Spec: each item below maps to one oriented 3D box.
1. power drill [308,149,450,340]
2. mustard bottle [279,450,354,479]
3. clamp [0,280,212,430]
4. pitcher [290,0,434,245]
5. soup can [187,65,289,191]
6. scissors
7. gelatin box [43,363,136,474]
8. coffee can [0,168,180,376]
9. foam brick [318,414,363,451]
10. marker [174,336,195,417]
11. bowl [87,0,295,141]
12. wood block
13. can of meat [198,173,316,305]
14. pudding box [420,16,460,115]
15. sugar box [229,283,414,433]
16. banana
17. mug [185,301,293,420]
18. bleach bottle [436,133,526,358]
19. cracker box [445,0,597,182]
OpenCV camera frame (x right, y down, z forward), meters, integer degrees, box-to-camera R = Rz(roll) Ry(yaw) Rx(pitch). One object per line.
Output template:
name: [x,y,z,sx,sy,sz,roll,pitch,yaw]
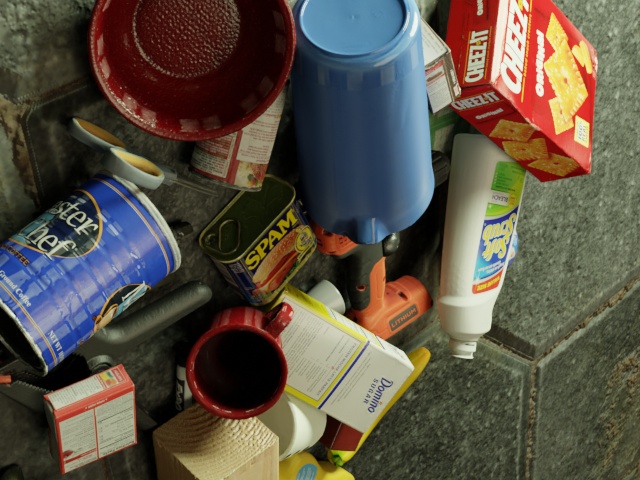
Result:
power drill: [0.076,0.008,1.173,0.184,0.057,0.187,-30,129,-23]
mustard bottle: [-0.036,0.283,1.212,0.096,0.058,0.191,-59,142,-7]
clamp: [-0.194,0.099,0.938,0.209,0.036,0.165,11,113,-48]
pitcher: [0.035,-0.125,0.958,0.145,0.149,0.243,-40,153,-18]
soup can: [-0.072,-0.102,0.940,0.068,0.069,0.102,2,109,-49]
scissors: [-0.149,-0.067,0.902,0.016,0.096,0.201,-55,173,6]
gelatin box: [-0.200,0.157,0.931,0.073,0.030,0.089,-21,141,-26]
coffee can: [-0.196,0.024,0.846,0.140,0.103,0.103,-41,137,-25]
foam brick: [0.009,0.195,1.196,0.051,0.078,0.053,20,95,-50]
marker: [-0.134,0.149,1.055,0.020,0.020,0.121,-19,124,-41]
bowl: [-0.103,-0.163,0.848,0.162,0.055,0.162,-5,119,-9]
wood block: [-0.102,0.262,1.077,0.090,0.091,0.206,-31,140,-32]
can of meat: [-0.057,0.001,1.027,0.102,0.058,0.084,-48,142,-16]
pudding box: [0.084,-0.186,1.014,0.039,0.113,0.090,-37,155,0]
sugar box: [0.000,0.119,1.097,0.176,0.048,0.093,32,100,-26]
banana: [0.063,0.204,1.274,0.037,0.070,0.197,51,57,-15]
mug: [-0.069,0.102,1.004,0.093,0.081,0.117,40,99,-10]
bleach bottle: [0.181,0.008,1.219,0.102,0.068,0.251,5,93,-48]
cracker box: [0.220,-0.181,1.147,0.213,0.072,0.164,31,60,-44]
